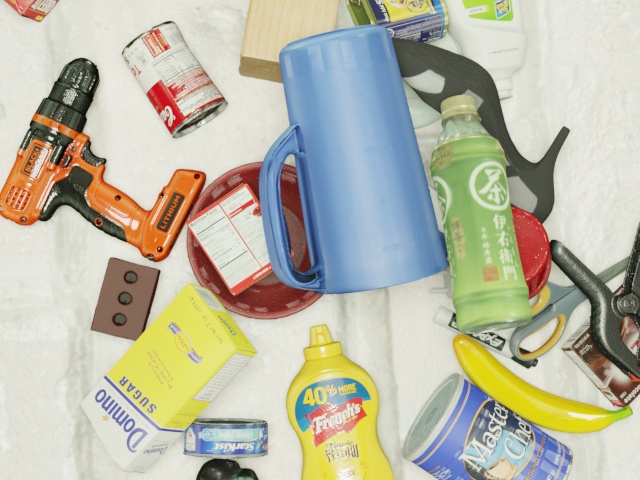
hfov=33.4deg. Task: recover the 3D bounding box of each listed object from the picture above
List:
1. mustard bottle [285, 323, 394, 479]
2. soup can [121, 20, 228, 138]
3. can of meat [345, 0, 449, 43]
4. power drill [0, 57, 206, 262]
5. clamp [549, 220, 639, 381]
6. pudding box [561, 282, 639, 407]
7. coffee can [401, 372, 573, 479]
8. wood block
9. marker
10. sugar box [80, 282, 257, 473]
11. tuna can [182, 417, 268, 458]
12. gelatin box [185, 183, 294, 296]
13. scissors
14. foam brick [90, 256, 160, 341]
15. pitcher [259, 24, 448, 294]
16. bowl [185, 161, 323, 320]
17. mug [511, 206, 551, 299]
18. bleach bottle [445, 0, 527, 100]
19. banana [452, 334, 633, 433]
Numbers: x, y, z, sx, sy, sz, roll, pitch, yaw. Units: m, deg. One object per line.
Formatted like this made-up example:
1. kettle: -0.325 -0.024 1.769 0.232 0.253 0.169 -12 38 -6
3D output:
1. mustard bottle: 0.015 0.181 1.098 0.096 0.058 0.191 -11 87 -1
2. soup can: -0.151 -0.166 1.101 0.068 0.068 0.102 -32 89 -6
3. can of meat: 0.079 -0.248 1.122 0.084 0.057 0.102 -16 65 -8
4. power drill: -0.216 -0.074 1.096 0.187 0.057 0.184 25 88 0
5. clamp: 0.319 0.058 1.106 0.120 0.039 0.171 -23 90 -3
6. pudding box: 0.327 0.108 1.140 0.113 0.039 0.090 -43 91 -7
7. coffee can: 0.169 0.215 1.086 0.140 0.103 0.103 34 84 -2
8. wood block: -0.024 -0.273 1.108 0.090 0.091 0.206 10 86 -5
9. marker: 0.177 0.105 1.137 0.121 0.020 0.020 27 84 -3
10. sugar box: -0.152 0.136 1.048 0.176 0.048 0.093 -47 59 11
11. tuna can: -0.095 0.198 1.073 0.086 0.086 0.034 1 85 -5
12. gelatin box: -0.080 -0.001 1.059 0.073 0.030 0.089 -34 89 -5
13. scissors: 0.266 0.042 1.129 0.201 0.016 0.096 -44 113 -12
14. foam brick: -0.198 0.060 1.090 0.053 0.051 0.078 14 85 -5
15. pitcher: 0.026 -0.073 1.010 0.145 0.149 0.243 -10 96 23
16. bowl: -0.057 0.001 1.105 0.162 0.055 0.162 0 86 -5
17. mug: 0.182 0.002 1.062 0.093 0.081 0.117 -11 76 7
18. bleach bottle: 0.158 -0.271 1.140 0.102 0.068 0.251 -12 90 -5
19. banana: 0.221 0.158 1.119 0.198 0.037 0.070 22 119 1
